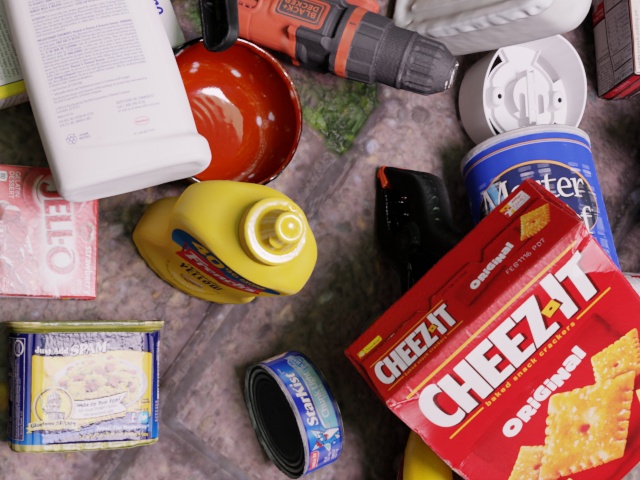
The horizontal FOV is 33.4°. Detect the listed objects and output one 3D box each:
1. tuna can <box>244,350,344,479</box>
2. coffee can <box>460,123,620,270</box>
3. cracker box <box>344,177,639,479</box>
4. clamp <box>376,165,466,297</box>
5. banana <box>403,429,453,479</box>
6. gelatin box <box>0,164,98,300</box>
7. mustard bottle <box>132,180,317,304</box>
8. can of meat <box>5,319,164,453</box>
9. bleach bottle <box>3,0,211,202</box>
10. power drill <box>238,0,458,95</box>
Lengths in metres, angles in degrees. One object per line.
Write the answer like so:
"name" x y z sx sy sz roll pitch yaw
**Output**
"tuna can" -0.019 0.122 0.752 0.033 0.086 0.086 -19 92 -26
"coffee can" 0.171 -0.004 0.820 0.102 0.103 0.140 1 67 -24
"cracker box" 0.145 0.090 0.709 0.164 0.072 0.213 -44 126 2
"clamp" 0.074 0.014 0.794 0.039 0.171 0.120 16 120 -27
"banana" 0.095 0.221 0.760 0.069 0.037 0.198 -32 100 -49
"gelatin box" -0.189 -0.005 0.721 0.073 0.030 0.089 4 83 -24
"mustard bottle" -0.055 0.001 0.691 0.096 0.192 0.058 36 72 -16
"can of meat" -0.157 0.095 0.711 0.102 0.058 0.084 1 86 -23
"bleach bottle" -0.150 -0.157 0.683 0.102 0.068 0.251 -14 85 -10
"power drill" 0.036 -0.206 0.794 0.184 0.057 0.187 20 70 9
